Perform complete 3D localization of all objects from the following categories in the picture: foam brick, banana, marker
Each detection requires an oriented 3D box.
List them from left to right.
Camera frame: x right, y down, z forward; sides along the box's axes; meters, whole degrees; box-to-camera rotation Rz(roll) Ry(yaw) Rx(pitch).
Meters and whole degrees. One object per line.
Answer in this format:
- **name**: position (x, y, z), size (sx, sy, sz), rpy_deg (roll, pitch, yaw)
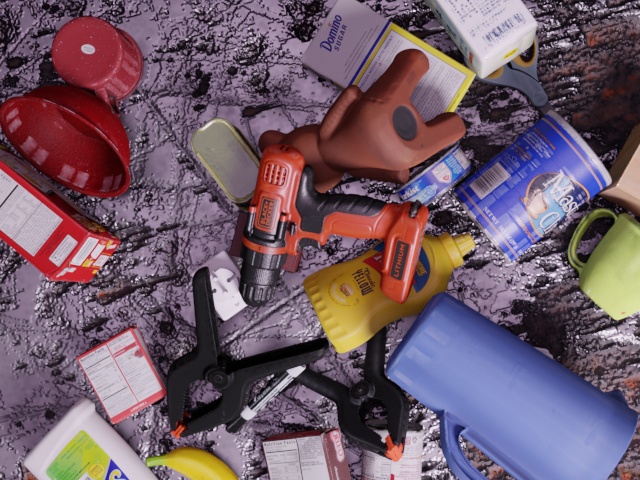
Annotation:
- **banana**: position (-0.111, 0.301, 1.203), size (0.069, 0.037, 0.198), rpy_deg (-39, 89, 2)
- **marker**: position (-0.064, 0.175, 1.199), size (0.020, 0.020, 0.121), rpy_deg (46, 106, 2)
- **foam brick**: position (-0.058, 0.001, 1.199), size (0.078, 0.053, 0.051), rpy_deg (16, 89, 2)

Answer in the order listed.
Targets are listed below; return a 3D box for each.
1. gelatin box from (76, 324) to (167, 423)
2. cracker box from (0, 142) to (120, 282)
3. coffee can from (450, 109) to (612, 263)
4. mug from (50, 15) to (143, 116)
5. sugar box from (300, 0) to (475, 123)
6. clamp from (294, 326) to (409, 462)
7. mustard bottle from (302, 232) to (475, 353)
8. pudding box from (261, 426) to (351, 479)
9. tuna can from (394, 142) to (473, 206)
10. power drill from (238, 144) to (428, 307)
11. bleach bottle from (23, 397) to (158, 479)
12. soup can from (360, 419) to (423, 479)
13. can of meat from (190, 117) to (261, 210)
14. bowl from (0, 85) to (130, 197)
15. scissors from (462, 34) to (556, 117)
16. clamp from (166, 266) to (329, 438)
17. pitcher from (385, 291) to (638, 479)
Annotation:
- **gelatin box**: position (-0.223, 0.152, 1.214), size (0.073, 0.030, 0.089), rpy_deg (-30, 88, 3)
- **cracker box**: position (-0.332, -0.043, 1.156), size (0.214, 0.164, 0.072), rpy_deg (38, 88, 2)
- **coffee can**: position (0.227, -0.058, 1.157), size (0.140, 0.102, 0.103), rpy_deg (-40, 88, 7)
- **mug**: position (-0.250, -0.192, 1.197), size (0.093, 0.081, 0.117), rpy_deg (-13, 88, 2)
- **sugar box**: position (0.075, -0.193, 1.202), size (0.176, 0.048, 0.093), rpy_deg (33, 93, 6)
- **clamp**: position (0.053, 0.160, 1.164), size (0.120, 0.039, 0.172), rpy_deg (-42, 53, 0)
- **mustard bottle**: position (0.083, 0.042, 1.182), size (0.191, 0.058, 0.096), rpy_deg (-27, 53, 0)
- **pudding box**: position (-0.012, 0.266, 1.179), size (0.090, 0.039, 0.113), rpy_deg (-14, 86, 37)
- **tuna can**: position (0.126, -0.069, 1.176), size (0.086, 0.086, 0.034), rpy_deg (-38, 92, 1)
- **power drill**: position (0.009, 0.006, 1.120), size (0.188, 0.057, 0.184), rpy_deg (15, 114, 8)
- **bleach bottle**: position (-0.209, 0.297, 1.196), size (0.251, 0.068, 0.102), rpy_deg (43, 90, 0)
- **soup can**: position (0.078, 0.253, 1.180), size (0.068, 0.068, 0.102), rpy_deg (4, 89, 2)
- **can of meat**: position (-0.097, -0.085, 1.187), size (0.057, 0.084, 0.102), rpy_deg (-38, 87, 1)
- **bowl**: position (-0.270, -0.119, 1.179), size (0.162, 0.162, 0.055), rpy_deg (26, 60, 3)
- **scissors**: position (0.226, -0.161, 1.209), size (0.096, 0.016, 0.202), rpy_deg (-17, 88, 4)
- **clamp**: position (-0.115, 0.132, 1.165), size (0.164, 0.036, 0.210), rpy_deg (39, 115, -11)
- **pitcher**: position (0.186, 0.169, 1.095), size (0.243, 0.149, 0.145), rpy_deg (35, 109, 6)
